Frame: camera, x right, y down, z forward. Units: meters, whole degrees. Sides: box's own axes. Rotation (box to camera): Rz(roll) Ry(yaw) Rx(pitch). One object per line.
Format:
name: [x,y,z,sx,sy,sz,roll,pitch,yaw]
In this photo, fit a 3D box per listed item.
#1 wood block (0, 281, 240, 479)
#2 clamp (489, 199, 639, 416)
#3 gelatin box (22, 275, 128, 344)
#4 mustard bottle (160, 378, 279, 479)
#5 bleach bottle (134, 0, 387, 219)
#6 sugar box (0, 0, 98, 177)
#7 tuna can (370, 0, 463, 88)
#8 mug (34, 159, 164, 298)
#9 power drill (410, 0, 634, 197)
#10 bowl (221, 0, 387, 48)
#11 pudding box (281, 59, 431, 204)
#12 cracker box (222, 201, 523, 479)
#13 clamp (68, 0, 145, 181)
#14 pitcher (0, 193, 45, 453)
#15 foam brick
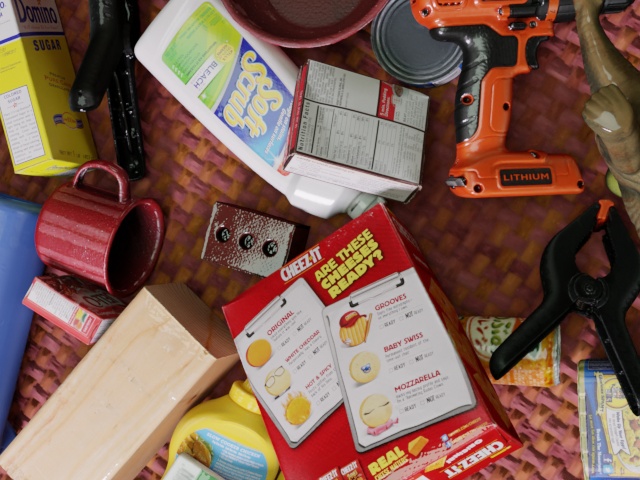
wood block: [-0.171,0.143,0.935,0.090,0.090,0.206,44,100,11]
clamp: [0.195,0.047,0.825,0.120,0.039,0.171,8,63,0]
gelatin box: [-0.209,0.060,0.947,0.073,0.089,0.030,30,97,13]
mustard bottle: [-0.089,0.197,0.925,0.096,0.058,0.192,26,96,-7]
bleach bottle: [-0.039,-0.112,0.916,0.251,0.068,0.102,43,96,9]
sugar box: [-0.256,-0.146,0.960,0.048,0.093,0.176,-15,86,14]
tuna can: [0.087,-0.171,0.894,0.086,0.033,0.086,0,89,16]
mug: [-0.196,-0.015,0.941,0.082,0.093,0.117,17,117,20]
power drill: [0.166,-0.129,0.847,0.184,0.057,0.188,-4,92,-5]
bowl: [-0.008,-0.231,0.903,0.162,0.055,0.162,-2,81,9]
pudding box: [0.030,-0.088,0.868,0.113,0.039,0.090,14,67,-12]
cracker box: [0.034,0.103,0.830,0.164,0.072,0.214,-33,54,12]
clamp: [-0.179,-0.165,0.938,0.036,0.164,0.210,-3,65,4]
pitcher: [-0.331,0.072,0.954,0.145,0.149,0.243,16,89,9]
foam brick: [-0.056,0.001,0.924,0.078,0.051,0.053,15,93,15]
